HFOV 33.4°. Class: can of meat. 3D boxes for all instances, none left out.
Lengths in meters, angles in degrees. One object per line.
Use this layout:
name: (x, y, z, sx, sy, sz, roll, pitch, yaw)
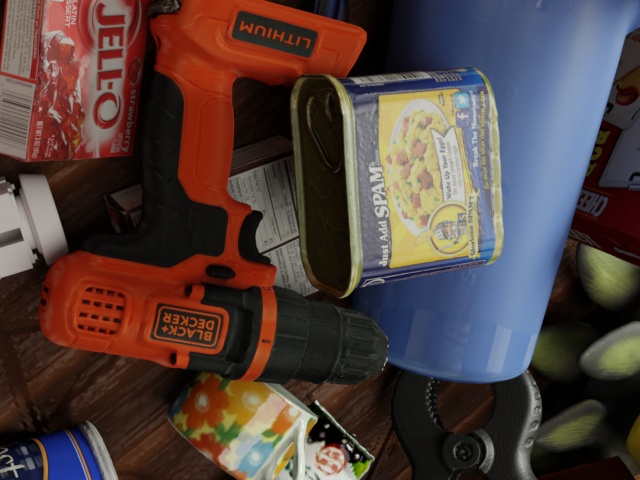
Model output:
can of meat: (0.037, -0.031, 0.504, 0.083, 0.058, 0.102, -9, 101, -23)

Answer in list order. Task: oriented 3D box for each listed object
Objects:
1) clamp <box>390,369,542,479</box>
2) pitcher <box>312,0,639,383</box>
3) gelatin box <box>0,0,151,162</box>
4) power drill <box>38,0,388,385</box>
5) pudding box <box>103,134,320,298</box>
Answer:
clamp: (0.083, 0.140, 0.665, 0.165, 0.210, 0.036, -14, 161, 12)
pitcher: (0.078, -0.051, 0.599, 0.144, 0.149, 0.243, -2, 108, -46)
gelatin box: (-0.120, -0.085, 0.521, 0.073, 0.030, 0.089, -12, 116, -57)
power drill: (-0.034, -0.022, 0.536, 0.184, 0.057, 0.188, 12, 91, -24)
pudding box: (-0.054, 0.001, 0.597, 0.113, 0.039, 0.090, -22, 114, -23)
